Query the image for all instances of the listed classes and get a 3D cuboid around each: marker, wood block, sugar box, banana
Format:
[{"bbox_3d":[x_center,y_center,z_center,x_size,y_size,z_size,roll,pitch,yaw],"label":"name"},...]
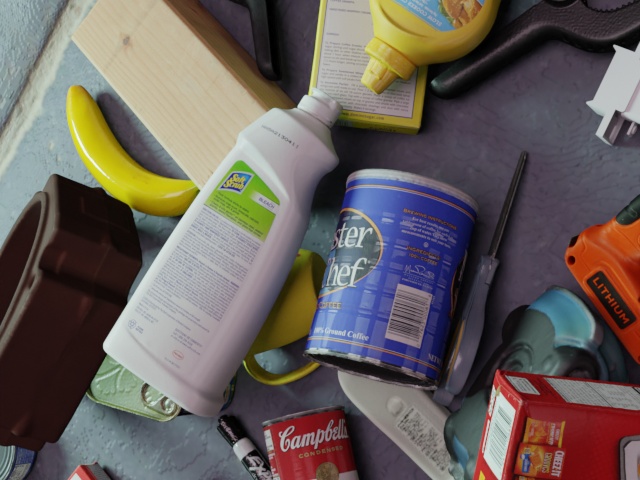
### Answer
[{"bbox_3d":[-0.049,0.194,0.893,0.020,0.020,0.121,-47,66,16],"label":"marker"},{"bbox_3d":[-0.108,-0.134,0.918,0.091,0.090,0.206,-48,66,16],"label":"wood block"},{"bbox_3d":[0.045,-0.179,0.851,0.093,0.048,0.176,8,86,2],"label":"sugar box"},{"bbox_3d":[-0.176,-0.073,0.980,0.198,0.037,0.069,33,86,26],"label":"banana"}]

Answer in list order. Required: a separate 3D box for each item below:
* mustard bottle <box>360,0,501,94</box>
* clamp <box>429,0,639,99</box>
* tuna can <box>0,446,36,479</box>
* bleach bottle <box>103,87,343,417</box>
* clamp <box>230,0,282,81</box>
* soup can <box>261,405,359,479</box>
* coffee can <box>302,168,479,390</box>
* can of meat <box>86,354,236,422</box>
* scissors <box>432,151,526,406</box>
[{"bbox_3d":[0.093,-0.191,0.791,0.096,0.058,0.192,38,96,17],"label":"mustard bottle"},{"bbox_3d":[0.181,-0.197,0.803,0.210,0.036,0.164,-4,81,28],"label":"clamp"},{"bbox_3d":[-0.314,0.197,1.023,0.086,0.033,0.086,-3,83,27],"label":"tuna can"},{"bbox_3d":[-0.055,0.001,0.803,0.103,0.068,0.251,32,88,15],"label":"bleach bottle"},{"bbox_3d":[-0.049,-0.217,0.919,0.172,0.039,0.120,40,84,28],"label":"clamp"},{"bbox_3d":[-0.004,0.187,0.841,0.069,0.068,0.102,-18,76,25],"label":"soup can"},{"bbox_3d":[0.053,0.030,0.793,0.103,0.102,0.140,8,76,28],"label":"coffee can"},{"bbox_3d":[-0.134,0.116,0.908,0.102,0.083,0.057,10,89,28],"label":"can of meat"},{"bbox_3d":[0.121,0.030,0.786,0.016,0.096,0.202,19,96,3],"label":"scissors"}]
